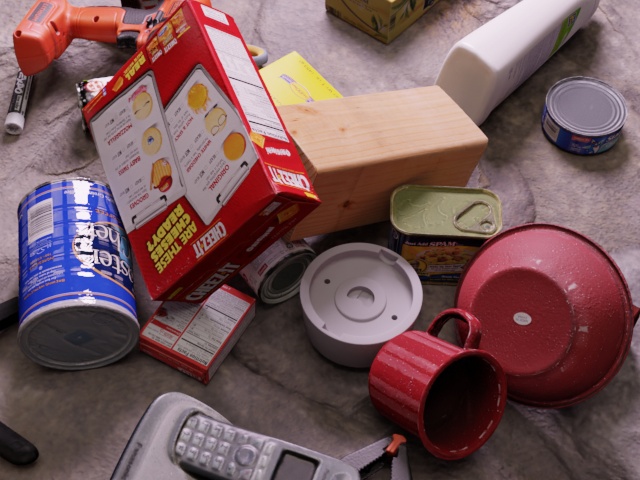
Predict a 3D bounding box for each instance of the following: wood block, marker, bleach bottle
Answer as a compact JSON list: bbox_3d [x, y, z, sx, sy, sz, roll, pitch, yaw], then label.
[{"bbox_3d":[0.044,-0.076,1.004,0.205,0.091,0.090,-13,52,-35],"label":"wood block"},{"bbox_3d":[-0.319,-0.164,1.144,0.020,0.020,0.121,1,54,-1],"label":"marker"},{"bbox_3d":[0.230,-0.222,1.165,0.068,0.103,0.250,42,56,16],"label":"bleach bottle"}]

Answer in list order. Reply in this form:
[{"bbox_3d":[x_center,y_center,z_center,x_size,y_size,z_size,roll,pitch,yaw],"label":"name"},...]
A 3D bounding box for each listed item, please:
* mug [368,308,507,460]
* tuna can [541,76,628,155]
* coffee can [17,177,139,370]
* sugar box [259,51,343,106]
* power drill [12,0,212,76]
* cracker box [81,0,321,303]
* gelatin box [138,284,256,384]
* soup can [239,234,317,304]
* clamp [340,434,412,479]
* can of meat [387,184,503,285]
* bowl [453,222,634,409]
[{"bbox_3d":[0.097,0.112,0.886,0.093,0.117,0.082,17,3,-35],"label":"mug"},{"bbox_3d":[0.278,-0.131,1.126,0.086,0.034,0.086,1,53,-1],"label":"tuna can"},{"bbox_3d":[-0.217,0.029,0.951,0.102,0.103,0.140,-7,54,-7],"label":"coffee can"},{"bbox_3d":[-0.059,-0.118,1.073,0.093,0.048,0.175,44,50,13],"label":"sugar box"},{"bbox_3d":[-0.215,-0.205,1.103,0.188,0.057,0.184,2,36,8],"label":"power drill"},{"bbox_3d":[-0.110,-0.076,0.942,0.071,0.164,0.214,8,50,-51],"label":"cracker box"},{"bbox_3d":[-0.111,0.077,0.964,0.073,0.030,0.089,25,57,14],"label":"gelatin box"},{"bbox_3d":[-0.057,0.001,0.998,0.068,0.068,0.102,-29,60,-21],"label":"soup can"},{"bbox_3d":[0.014,0.226,0.852,0.120,0.039,0.171,20,55,10],"label":"clamp"},{"bbox_3d":[0.113,-0.003,0.995,0.102,0.084,0.057,3,53,0],"label":"can of meat"},{"bbox_3d":[0.178,0.066,0.902,0.162,0.162,0.055,38,19,23],"label":"bowl"}]
